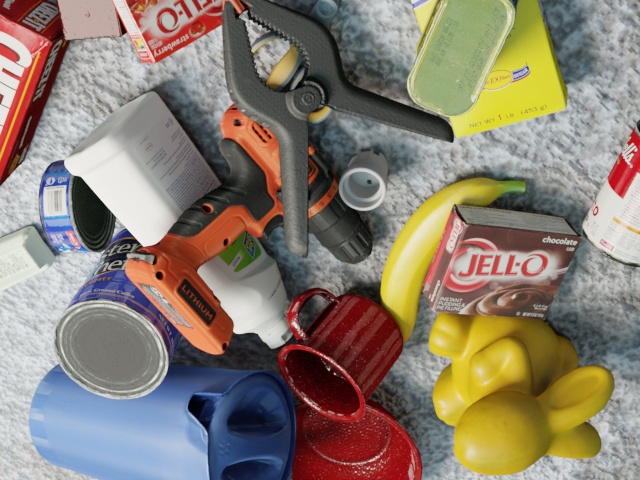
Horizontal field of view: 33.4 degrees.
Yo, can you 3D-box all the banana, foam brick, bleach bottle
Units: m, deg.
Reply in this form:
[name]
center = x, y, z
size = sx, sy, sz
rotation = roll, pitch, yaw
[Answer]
[banana]
center = 0.097, 0.012, 0.936
size = 0.069, 0.037, 0.198
rotation = 31, 121, -7
[foam brick]
center = -0.182, -0.206, 0.856
size = 0.051, 0.053, 0.078
rotation = 0, 119, 11
[bleach bottle]
center = -0.107, -0.002, 0.930
size = 0.068, 0.102, 0.250
rotation = -20, 115, 37

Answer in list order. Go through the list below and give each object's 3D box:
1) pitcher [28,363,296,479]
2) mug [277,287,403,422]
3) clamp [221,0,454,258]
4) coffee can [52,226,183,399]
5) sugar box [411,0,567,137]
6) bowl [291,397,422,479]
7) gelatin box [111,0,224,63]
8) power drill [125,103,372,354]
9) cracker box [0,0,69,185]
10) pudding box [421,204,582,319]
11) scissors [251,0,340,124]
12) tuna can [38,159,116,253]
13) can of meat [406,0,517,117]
[pitcher]
center = -0.148, 0.182, 1.004
size = 0.243, 0.144, 0.149
rotation = 3, 104, 33
[mug]
center = 0.015, 0.094, 0.960
size = 0.117, 0.081, 0.093
rotation = 52, 145, -14
[clamp]
center = -0.001, -0.114, 0.847
size = 0.164, 0.036, 0.210
rotation = -31, 100, -7
[coffee can]
center = -0.165, 0.059, 0.954
size = 0.103, 0.140, 0.103
rotation = 5, 120, 8
[sugar box]
center = 0.123, -0.174, 0.819
size = 0.093, 0.048, 0.176
rotation = -15, 117, 19
[bowl]
center = 0.022, 0.204, 1.051
size = 0.162, 0.055, 0.162
rotation = 5, 120, 8
[gelatin box]
center = -0.115, -0.191, 0.836
size = 0.030, 0.089, 0.073
rotation = 15, 134, 57
[power drill]
center = -0.056, 0.001, 0.889
size = 0.184, 0.187, 0.057
rotation = 48, 156, -24
[cracker box]
center = -0.338, -0.161, 0.902
size = 0.213, 0.072, 0.164
rotation = 27, 122, -6
[pudding box]
center = 0.153, 0.019, 0.908
size = 0.113, 0.039, 0.090
rotation = 4, 124, -20
[scissors]
center = 0.014, -0.170, 0.861
size = 0.096, 0.016, 0.202
rotation = 43, 118, -16
[tuna can]
center = -0.215, -0.031, 0.945
size = 0.034, 0.086, 0.086
rotation = -4, 119, 15
[can of meat]
center = 0.103, -0.147, 0.763
size = 0.057, 0.084, 0.102
rotation = 22, 120, 0
